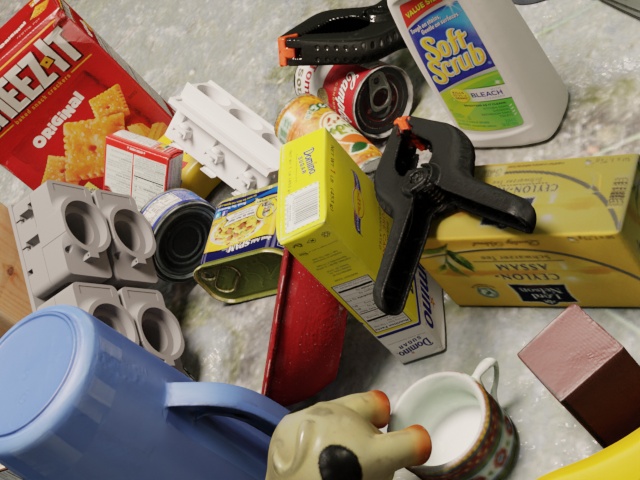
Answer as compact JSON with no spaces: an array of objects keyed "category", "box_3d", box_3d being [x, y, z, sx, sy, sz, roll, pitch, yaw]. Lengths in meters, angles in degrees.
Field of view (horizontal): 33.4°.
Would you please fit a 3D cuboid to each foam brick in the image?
[{"category":"foam brick","box_3d":[0.173,0.087,0.679,0.051,0.078,0.053,-43,40,4]}]

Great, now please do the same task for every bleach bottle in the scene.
[{"category":"bleach bottle","box_3d":[0.099,-0.172,0.826,0.103,0.250,0.068,2,58,41]}]

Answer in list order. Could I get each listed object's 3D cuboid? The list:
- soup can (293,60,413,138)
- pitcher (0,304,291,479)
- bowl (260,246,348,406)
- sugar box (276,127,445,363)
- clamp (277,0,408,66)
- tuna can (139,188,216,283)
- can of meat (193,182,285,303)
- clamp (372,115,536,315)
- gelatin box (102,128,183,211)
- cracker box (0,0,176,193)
[{"category":"soup can","box_3d":[0.029,-0.142,1.001,0.068,0.068,0.102,-50,41,-7]},{"category":"pitcher","box_3d":[-0.115,0.143,0.745,0.145,0.242,0.149,24,74,47]},{"category":"bowl","box_3d":[-0.010,0.061,0.832,0.055,0.162,0.162,9,53,-2]},{"category":"sugar box","box_3d":[0.034,0.007,0.787,0.048,0.176,0.093,-23,45,27]},{"category":"clamp","box_3d":[0.054,-0.201,0.991,0.209,0.036,0.165,-14,32,-15]},{"category":"tuna can","box_3d":[-0.134,-0.004,1.007,0.086,0.086,0.034,-51,46,-8]},{"category":"can of meat","box_3d":[-0.056,0.001,0.962,0.102,0.057,0.084,-15,46,30]},{"category":"clamp","box_3d":[0.085,-0.035,0.735,0.120,0.039,0.171,-23,43,21]},{"category":"gelatin box","box_3d":[-0.172,-0.054,1.029,0.073,0.089,0.030,20,30,21]},{"category":"cracker box","box_3d":[-0.267,-0.133,1.131,0.164,0.213,0.072,-41,40,4]}]
